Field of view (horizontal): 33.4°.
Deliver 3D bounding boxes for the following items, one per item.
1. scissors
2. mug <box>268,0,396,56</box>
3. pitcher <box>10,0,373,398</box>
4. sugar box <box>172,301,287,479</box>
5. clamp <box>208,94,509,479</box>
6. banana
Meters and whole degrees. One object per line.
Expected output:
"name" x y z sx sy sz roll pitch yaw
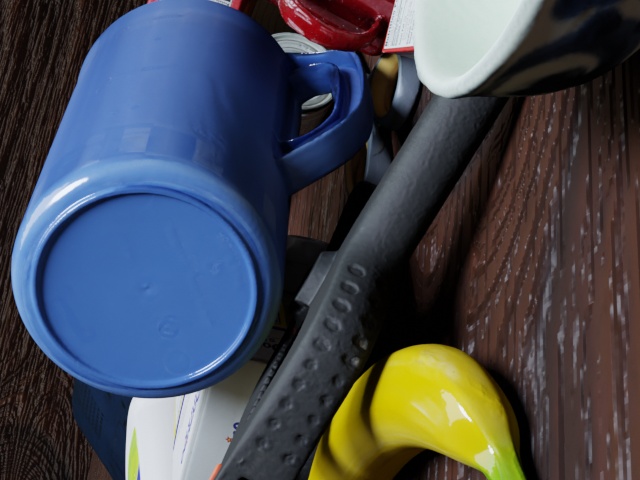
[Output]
"scissors" 0.031 -0.100 0.626 0.201 0.016 0.096 -91 21 -47
"mug" 0.013 -0.142 0.556 0.093 0.081 0.117 -49 20 45
"pitcher" -0.062 -0.033 0.522 0.149 0.145 0.243 -60 14 20
"sugar box" -0.050 0.066 0.576 0.176 0.048 0.093 -112 36 -68
"clamp" 0.014 0.017 0.427 0.209 0.036 0.165 -62 4 -34
"banana" 0.027 0.080 0.411 0.198 0.037 0.069 132 151 -65
